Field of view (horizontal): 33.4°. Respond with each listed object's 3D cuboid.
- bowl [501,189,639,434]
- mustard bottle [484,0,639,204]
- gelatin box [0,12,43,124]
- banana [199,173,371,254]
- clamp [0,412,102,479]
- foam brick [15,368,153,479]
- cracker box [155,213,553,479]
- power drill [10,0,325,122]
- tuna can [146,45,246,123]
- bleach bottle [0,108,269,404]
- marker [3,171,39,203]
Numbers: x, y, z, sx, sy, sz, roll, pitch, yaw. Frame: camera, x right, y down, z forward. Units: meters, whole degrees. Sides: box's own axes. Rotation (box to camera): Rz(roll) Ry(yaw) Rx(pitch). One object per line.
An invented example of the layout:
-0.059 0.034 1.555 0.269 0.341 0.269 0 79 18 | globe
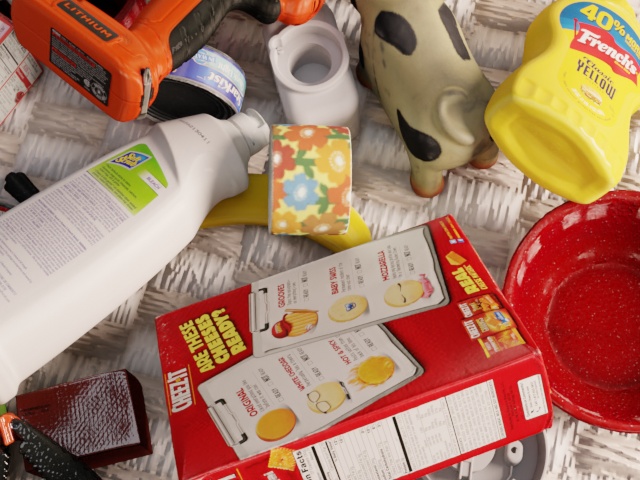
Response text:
0.199 0.051 0.711 0.162 0.055 0.162 -1 72 3 | bowl
0.183 -0.116 0.740 0.096 0.058 0.191 37 49 -7 | mustard bottle
-0.249 -0.116 0.783 0.030 0.073 0.089 32 77 12 | gelatin box
-0.047 -0.015 0.757 0.198 0.037 0.069 11 72 7 | banana
-0.154 0.206 0.660 0.164 0.036 0.210 -11 87 -17 | clamp
-0.156 0.123 0.713 0.078 0.051 0.053 -13 71 -1 | foam brick
0.014 0.081 0.665 0.213 0.072 0.164 -20 33 -2 | cracker box
-0.113 -0.178 0.714 0.184 0.057 0.187 38 59 11 | power drill
-0.097 -0.110 0.765 0.086 0.086 0.033 10 71 7 | tuna can
-0.132 -0.007 0.695 0.250 0.068 0.103 -35 58 -21 | bleach bottle
-0.188 -0.008 0.773 0.020 0.020 0.121 -43 75 -10 | marker
